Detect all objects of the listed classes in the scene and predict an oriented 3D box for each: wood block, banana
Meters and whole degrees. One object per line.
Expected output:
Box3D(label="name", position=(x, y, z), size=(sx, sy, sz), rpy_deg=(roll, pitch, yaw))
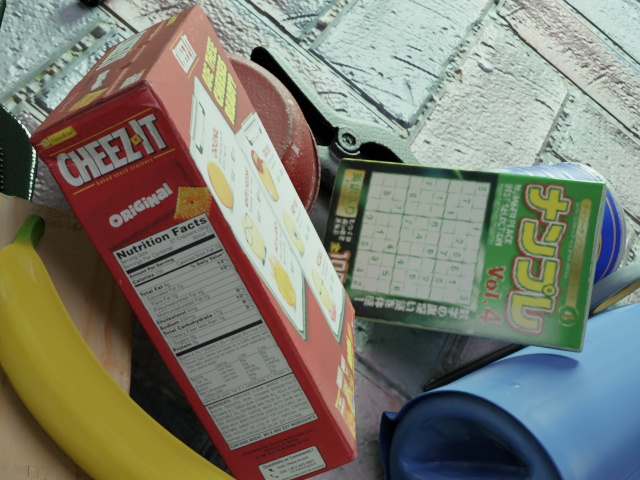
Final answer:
Box3D(label="wood block", position=(-0.149, 0.091, 0.518), size=(0.090, 0.091, 0.206), rpy_deg=(16, 52, -26))
Box3D(label="banana", position=(-0.095, 0.070, 0.478), size=(0.069, 0.037, 0.198), rpy_deg=(-31, 79, -44))

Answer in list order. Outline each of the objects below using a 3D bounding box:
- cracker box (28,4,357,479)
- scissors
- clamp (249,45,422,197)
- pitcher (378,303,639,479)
Box3D(label="cracker box", position=(-0.054, 0.001, 0.563), size=(0.213, 0.072, 0.164), rpy_deg=(62, 12, -20))
Box3D(label="scissors", position=(0.165, 0.058, 0.760), size=(0.201, 0.096, 0.016), rpy_deg=(-10, 57, -42))
Box3D(label="clamp", position=(0.005, -0.059, 0.770), size=(0.171, 0.039, 0.120), rpy_deg=(31, 58, -8))
Box3D(label="pitcher", position=(0.169, 0.126, 0.681), size=(0.242, 0.145, 0.149), rpy_deg=(-19, 79, -44))
